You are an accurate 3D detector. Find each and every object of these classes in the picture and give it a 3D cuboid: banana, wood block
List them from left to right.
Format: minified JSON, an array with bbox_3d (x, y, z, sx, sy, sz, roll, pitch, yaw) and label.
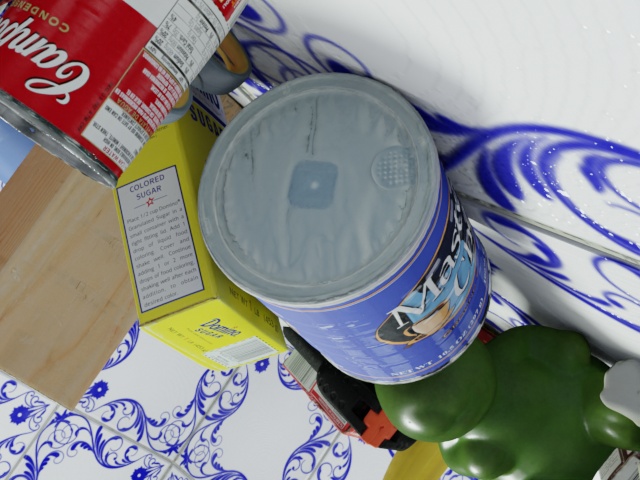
[{"bbox_3d":[-0.139,-0.015,0.656,0.090,0.206,0.091,39,171,-33],"label":"wood block"},{"bbox_3d":[0.107,0.131,0.752,0.037,0.198,0.069,38,-155,-31],"label":"banana"}]

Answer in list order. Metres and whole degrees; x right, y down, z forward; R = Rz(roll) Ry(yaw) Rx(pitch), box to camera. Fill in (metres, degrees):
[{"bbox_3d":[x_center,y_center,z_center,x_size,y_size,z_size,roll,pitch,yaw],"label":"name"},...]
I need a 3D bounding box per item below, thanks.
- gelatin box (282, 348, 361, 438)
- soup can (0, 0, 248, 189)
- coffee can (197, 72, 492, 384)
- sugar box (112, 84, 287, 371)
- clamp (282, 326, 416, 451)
[{"bbox_3d":[0.022,0.121,0.833,0.073,0.030,0.089,26,-166,-48],"label":"gelatin box"},{"bbox_3d":[-0.074,-0.079,0.389,0.068,0.102,0.068,34,172,5],"label":"soup can"},{"bbox_3d":[0.018,0.001,0.493,0.103,0.103,0.140,30,172,26],"label":"coffee can"},{"bbox_3d":[-0.068,-0.030,0.530,0.093,0.048,0.176,49,-155,-64],"label":"sugar box"},{"bbox_3d":[0.037,0.107,0.729,0.120,0.039,0.171,29,-172,-17],"label":"clamp"}]
